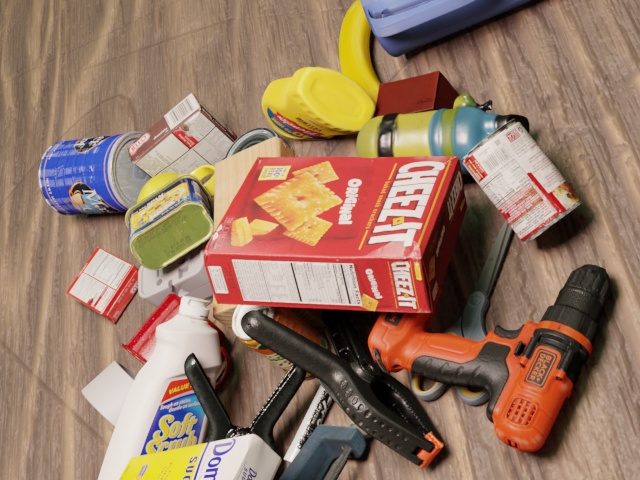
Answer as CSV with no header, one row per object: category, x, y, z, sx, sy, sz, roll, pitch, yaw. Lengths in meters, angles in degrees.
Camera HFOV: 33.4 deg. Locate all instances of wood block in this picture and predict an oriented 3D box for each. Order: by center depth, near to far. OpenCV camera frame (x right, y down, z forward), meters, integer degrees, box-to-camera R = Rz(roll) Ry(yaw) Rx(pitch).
wood block,-0.057,0.001,1.179,0.090,0.090,0.206,-22,50,24

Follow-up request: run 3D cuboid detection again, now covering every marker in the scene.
marker,-0.002,0.169,1.075,0.020,0.020,0.121,14,71,42

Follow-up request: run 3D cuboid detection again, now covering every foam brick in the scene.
foam brick,0.107,-0.146,1.182,0.078,0.051,0.053,-7,59,34

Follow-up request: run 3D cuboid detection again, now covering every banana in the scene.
banana,0.051,-0.224,1.277,0.070,0.037,0.198,-36,44,46

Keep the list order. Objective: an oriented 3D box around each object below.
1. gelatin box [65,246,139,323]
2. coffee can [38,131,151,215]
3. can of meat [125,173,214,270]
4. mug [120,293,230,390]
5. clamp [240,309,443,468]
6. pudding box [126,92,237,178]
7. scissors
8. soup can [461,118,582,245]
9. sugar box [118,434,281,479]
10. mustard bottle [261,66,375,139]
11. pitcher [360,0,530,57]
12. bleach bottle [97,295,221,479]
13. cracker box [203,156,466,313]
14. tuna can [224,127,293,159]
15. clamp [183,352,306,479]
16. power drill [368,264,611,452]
gelatin box,-0.269,0.056,1.344,0.089,0.030,0.073,22,75,43
coffee can,-0.284,-0.086,1.398,0.141,0.102,0.102,-2,61,36
can of meat,-0.171,-0.020,1.219,0.102,0.057,0.084,-33,26,4
mug,-0.150,0.120,1.180,0.117,0.093,0.081,36,80,14
clamp,0.037,0.128,1.016,0.210,0.164,0.036,41,111,16
pudding box,-0.172,-0.118,1.345,0.113,0.090,0.039,-37,48,10
scissors,0.161,0.074,1.019,0.096,0.016,0.201,30,81,43
soup can,0.190,-0.056,1.013,0.068,0.068,0.102,-38,84,10
sugar box,-0.124,0.231,0.959,0.177,0.048,0.093,-22,29,40
mustard bottle,-0.016,-0.153,1.237,0.058,0.096,0.192,-68,20,-8
pitcher,0.165,-0.299,1.185,0.243,0.144,0.149,-16,70,24
bleach bottle,-0.163,0.179,1.084,0.068,0.102,0.251,12,88,54
cracker box,0.016,-0.012,1.013,0.214,0.072,0.164,1,38,21
tuna can,-0.076,-0.095,1.296,0.086,0.033,0.086,-19,52,26
clamp,-0.069,0.192,1.060,0.120,0.039,0.171,-4,95,2
power drill,0.152,0.081,0.971,0.188,0.057,0.184,18,65,31
